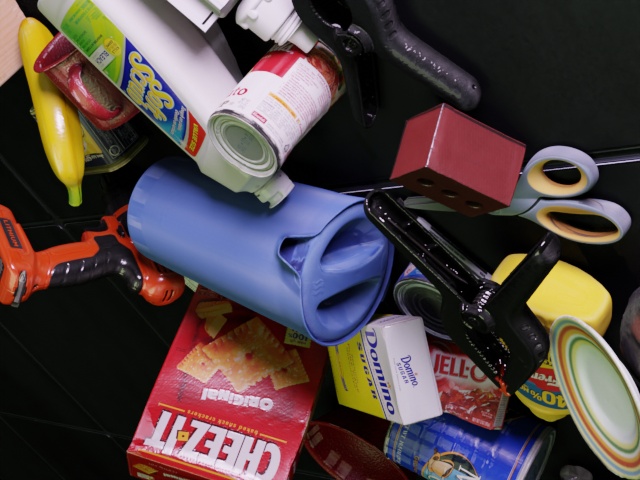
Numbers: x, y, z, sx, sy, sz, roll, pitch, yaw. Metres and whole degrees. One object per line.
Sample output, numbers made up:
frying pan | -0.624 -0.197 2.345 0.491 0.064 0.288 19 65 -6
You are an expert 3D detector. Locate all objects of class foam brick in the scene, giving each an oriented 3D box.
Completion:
foam brick | 0.100 -0.057 0.779 0.078 0.051 0.053 23 162 -22

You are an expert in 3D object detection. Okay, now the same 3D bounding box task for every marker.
marker | 0.104 0.005 0.921 0.121 0.020 0.020 40 151 -4

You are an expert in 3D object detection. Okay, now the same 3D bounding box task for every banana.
banana | -0.253 -0.133 0.996 0.070 0.037 0.198 -39 63 58

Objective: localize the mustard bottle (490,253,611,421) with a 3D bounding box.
mustard bottle | 0.196 0.097 0.911 0.096 0.058 0.191 22 147 28

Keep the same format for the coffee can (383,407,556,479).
coffee can | 0.149 0.203 1.066 0.140 0.102 0.103 24 148 23

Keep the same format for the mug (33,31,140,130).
mug | -0.193 -0.147 0.942 0.093 0.117 0.081 -31 120 17

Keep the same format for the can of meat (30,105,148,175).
can of meat | -0.237 -0.117 1.082 0.102 0.057 0.084 -2 130 48

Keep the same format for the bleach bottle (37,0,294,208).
bleach bottle | -0.112 -0.128 0.866 0.250 0.068 0.103 47 148 -12

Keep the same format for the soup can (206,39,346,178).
soup can | -0.033 -0.106 0.829 0.068 0.102 0.068 27 149 18

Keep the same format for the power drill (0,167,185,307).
power drill | -0.246 -0.006 1.083 0.184 0.187 0.057 58 139 35

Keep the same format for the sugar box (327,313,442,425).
sugar box | 0.054 0.118 1.022 0.176 0.048 0.093 171 87 -74

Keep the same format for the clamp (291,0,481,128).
clamp | 0.040 -0.147 0.760 0.120 0.039 0.171 -1 139 38

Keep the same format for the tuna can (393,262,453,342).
tuna can | 0.110 0.053 0.967 0.086 0.033 0.086 27 149 18

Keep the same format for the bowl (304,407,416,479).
bowl | 0.057 0.250 1.278 0.162 0.055 0.162 27 149 18

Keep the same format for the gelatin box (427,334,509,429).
gelatin box | 0.136 0.130 1.006 0.089 0.073 0.030 15 -179 33

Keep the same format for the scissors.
scissors | 0.139 -0.042 0.821 0.202 0.016 0.096 15 142 34

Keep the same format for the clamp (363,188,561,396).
clamp | 0.118 0.044 0.829 0.165 0.036 0.210 22 149 33

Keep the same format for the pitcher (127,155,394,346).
pitcher | -0.057 0.001 0.997 0.243 0.144 0.149 19 134 35

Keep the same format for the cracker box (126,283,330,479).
cracker box | -0.087 0.162 1.118 0.164 0.213 0.072 15 147 7
